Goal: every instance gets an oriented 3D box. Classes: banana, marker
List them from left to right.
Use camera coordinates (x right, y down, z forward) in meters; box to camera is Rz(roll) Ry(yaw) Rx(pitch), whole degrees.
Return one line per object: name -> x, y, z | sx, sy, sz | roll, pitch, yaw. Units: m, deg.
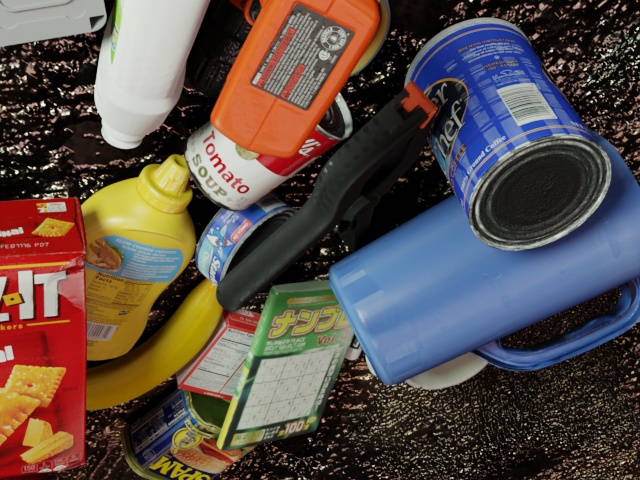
banana -> -0.152, 0.097, 0.910 | 0.198, 0.037, 0.069 | -29, 137, 10
marker -> 0.046, 0.061, 0.960 | 0.020, 0.020, 0.121 | 3, 132, -23

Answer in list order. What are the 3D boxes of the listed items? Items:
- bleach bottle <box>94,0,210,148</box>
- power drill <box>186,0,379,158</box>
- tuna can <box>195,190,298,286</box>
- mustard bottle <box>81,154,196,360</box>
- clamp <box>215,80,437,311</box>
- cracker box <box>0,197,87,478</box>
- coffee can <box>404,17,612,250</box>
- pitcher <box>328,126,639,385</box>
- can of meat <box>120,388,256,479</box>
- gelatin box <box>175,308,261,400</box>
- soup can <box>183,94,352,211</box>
bleach bottle -> -0.094, -0.158, 0.642 | 0.068, 0.102, 0.251 | 10, 137, -17
power drill -> -0.029, -0.128, 0.620 | 0.057, 0.187, 0.185 | 20, 122, -21
tuna can -> -0.055, 0.001, 0.823 | 0.086, 0.034, 0.086 | -41, 156, -22
mustard bottle -> -0.149, 0.010, 0.807 | 0.096, 0.058, 0.192 | 15, 127, -34
clamp -> 0.013, -0.029, 0.771 | 0.164, 0.036, 0.210 | -29, 162, -40
cracker box -> -0.248, 0.079, 0.748 | 0.164, 0.072, 0.214 | -5, 129, -18
coffee can -> 0.130, -0.077, 0.761 | 0.102, 0.140, 0.103 | -11, 136, -10
pitcher -> 0.138, 0.026, 0.850 | 0.243, 0.149, 0.145 | -27, 152, 0
can of meat -> -0.120, 0.184, 0.997 | 0.084, 0.057, 0.102 | -39, 135, 15
gelatin box -> -0.077, 0.101, 0.947 | 0.073, 0.030, 0.089 | 19, 122, -34
soup can -> -0.038, -0.073, 0.747 | 0.102, 0.068, 0.068 | -33, 136, 28
